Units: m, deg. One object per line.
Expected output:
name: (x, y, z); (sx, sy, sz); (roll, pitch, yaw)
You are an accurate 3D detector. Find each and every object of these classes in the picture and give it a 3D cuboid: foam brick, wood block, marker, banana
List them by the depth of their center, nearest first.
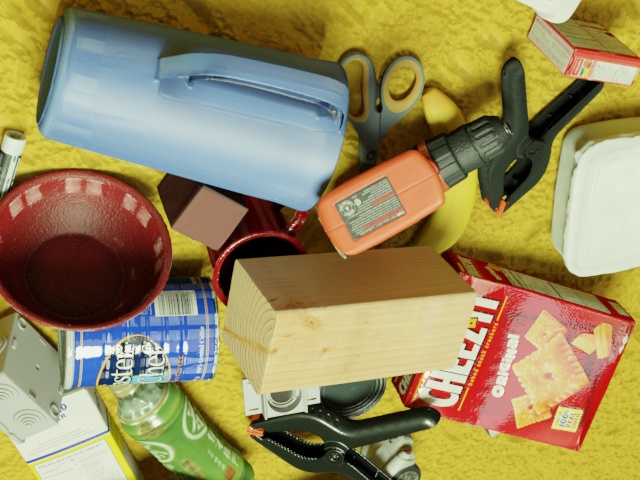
marker: (-0.285, -0.041, 0.945); (0.020, 0.020, 0.121); (12, 118, -25)
foam brick: (-0.108, -0.038, 0.969); (0.053, 0.078, 0.051); (28, 108, -31)
wood block: (0.027, 0.069, 0.978); (0.205, 0.091, 0.090); (-4, 123, -28)
banana: (0.123, -0.059, 1.055); (0.069, 0.037, 0.198); (-4, 124, -16)

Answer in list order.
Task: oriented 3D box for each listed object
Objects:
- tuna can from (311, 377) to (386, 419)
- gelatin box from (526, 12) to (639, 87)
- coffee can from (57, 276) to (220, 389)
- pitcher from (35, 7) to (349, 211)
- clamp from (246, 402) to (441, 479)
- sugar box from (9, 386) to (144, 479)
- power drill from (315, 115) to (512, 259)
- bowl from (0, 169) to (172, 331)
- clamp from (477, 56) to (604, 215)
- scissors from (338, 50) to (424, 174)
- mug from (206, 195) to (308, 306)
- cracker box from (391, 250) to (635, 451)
tuna can: (0.027, 0.153, 1.167); (0.086, 0.034, 0.086); (-9, 124, -13)
gelatin box: (0.241, -0.176, 0.984); (0.073, 0.089, 0.030); (5, 122, -21)
coffee can: (-0.175, 0.086, 1.013); (0.140, 0.103, 0.103); (-1, 123, -18)
pitcher: (-0.102, -0.115, 0.883); (0.242, 0.145, 0.149); (12, 121, -21)
clamp: (0.024, 0.230, 1.157); (0.210, 0.036, 0.164); (7, 125, 14)
sugar box: (-0.255, 0.218, 1.112); (0.093, 0.048, 0.176); (-20, 123, -3)
power drill: (0.081, -0.051, 0.938); (0.185, 0.187, 0.057); (-30, 90, 16)
bowl: (-0.215, 0.018, 0.944); (0.162, 0.162, 0.055); (0, 150, -18)
clamp: (0.195, -0.104, 1.046); (0.120, 0.039, 0.172); (14, 116, -30)
scissors: (0.063, -0.096, 1.025); (0.096, 0.016, 0.202); (-20, 126, -5)
mug: (-0.057, 0.001, 1.009); (0.093, 0.081, 0.117); (31, 109, -32)
cracker box: (0.207, 0.121, 1.144); (0.213, 0.072, 0.164); (16, 106, -14)
